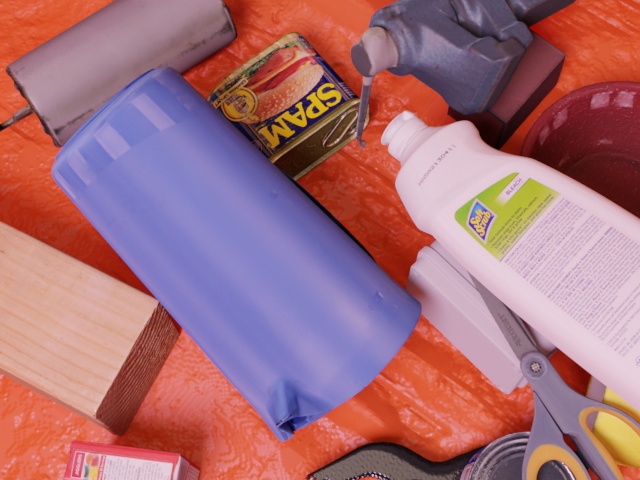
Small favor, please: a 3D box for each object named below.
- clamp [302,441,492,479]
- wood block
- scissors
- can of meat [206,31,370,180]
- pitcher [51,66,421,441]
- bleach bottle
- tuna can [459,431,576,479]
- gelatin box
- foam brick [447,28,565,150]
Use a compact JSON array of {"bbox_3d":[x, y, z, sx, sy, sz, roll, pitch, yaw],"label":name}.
[{"bbox_3d":[0.073,0.174,0.736,0.171,0.039,0.120,18,66,1],"label":"clamp"},{"bbox_3d":[-0.217,0.049,0.764,0.206,0.091,0.090,25,73,10],"label":"wood block"},{"bbox_3d":[0.132,0.102,0.692,0.202,0.016,0.096,44,96,19],"label":"scissors"},{"bbox_3d":[-0.027,-0.100,0.827,0.102,0.057,0.084,-36,71,-10],"label":"can of meat"},{"bbox_3d":[-0.055,0.001,0.718,0.145,0.149,0.243,-44,96,-9],"label":"pitcher"},{"bbox_3d":[0.145,-0.004,0.682,0.251,0.068,0.102,42,84,19],"label":"bleach bottle"},{"bbox_3d":[0.134,0.172,0.706,0.086,0.034,0.086,2,72,-7],"label":"tuna can"},{"bbox_3d":[-0.125,0.159,0.722,0.073,0.089,0.030,7,72,5],"label":"gelatin box"},{"bbox_3d":[0.144,-0.121,0.828,0.051,0.053,0.078,39,76,14],"label":"foam brick"}]
